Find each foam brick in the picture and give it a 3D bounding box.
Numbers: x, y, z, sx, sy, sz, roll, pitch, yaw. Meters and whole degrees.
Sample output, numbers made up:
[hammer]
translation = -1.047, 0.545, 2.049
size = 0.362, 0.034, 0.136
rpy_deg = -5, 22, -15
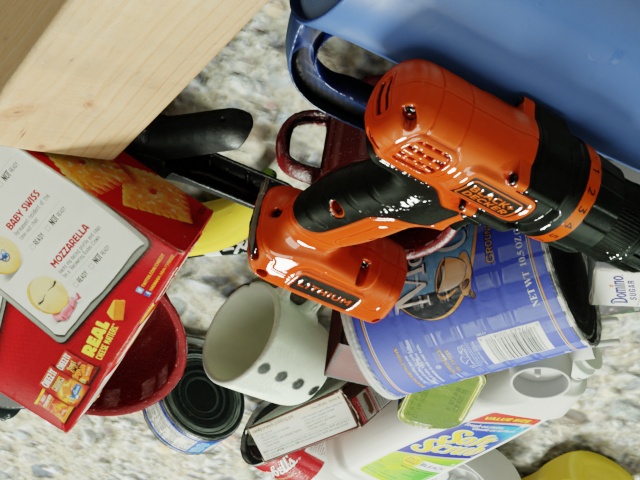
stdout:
[foam brick]
translation = 0.036, 0.063, 0.798
size = 0.051, 0.078, 0.053
rpy_deg = 13, 144, -6

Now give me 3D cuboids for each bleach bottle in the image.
[bleach bottle]
translation = 0.120, 0.139, 0.887
size = 0.102, 0.068, 0.251
rpy_deg = 24, 138, -32

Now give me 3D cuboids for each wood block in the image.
[wood block]
translation = -0.102, -0.131, 0.544
size = 0.090, 0.091, 0.207
rpy_deg = 7, 152, -37

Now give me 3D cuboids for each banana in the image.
[banana]
translation = -0.121, -0.019, 0.763
size = 0.198, 0.037, 0.069
rpy_deg = -3, 117, 11

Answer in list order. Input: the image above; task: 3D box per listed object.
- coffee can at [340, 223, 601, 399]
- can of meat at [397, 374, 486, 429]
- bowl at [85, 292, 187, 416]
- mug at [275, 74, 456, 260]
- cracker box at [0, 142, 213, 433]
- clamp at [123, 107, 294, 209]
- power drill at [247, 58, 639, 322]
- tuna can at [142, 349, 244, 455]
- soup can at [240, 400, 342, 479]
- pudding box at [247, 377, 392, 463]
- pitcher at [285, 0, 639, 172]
[coffee can]
translation = 0.097, 0.037, 0.692
size = 0.140, 0.102, 0.102
rpy_deg = -19, 134, 24
[can of meat]
translation = 0.092, 0.084, 0.807
size = 0.057, 0.084, 0.102
rpy_deg = 11, 141, -2
[bowl]
translation = -0.178, 0.060, 0.832
size = 0.162, 0.055, 0.162
rpy_deg = 4, 124, 5
[mug]
translation = 0.030, -0.049, 0.655
size = 0.117, 0.081, 0.093
rpy_deg = 12, 142, -5
[cracker box]
translation = -0.199, -0.006, 0.661
size = 0.213, 0.072, 0.164
rpy_deg = 34, 117, -4
[clamp]
translation = -0.096, -0.055, 0.688
size = 0.172, 0.039, 0.120
rpy_deg = 11, 155, 28
[power drill]
translation = 0.063, -0.011, 0.559
size = 0.184, 0.057, 0.188
rpy_deg = 26, 148, -26
[tuna can]
translation = -0.108, 0.137, 0.911
size = 0.086, 0.086, 0.034
rpy_deg = 28, 136, -23
[soup can]
translation = -0.014, 0.194, 0.979
size = 0.102, 0.068, 0.069
rpy_deg = 35, 135, -30
[pudding box]
translation = 0.007, 0.138, 0.886
size = 0.114, 0.089, 0.039
rpy_deg = -31, 90, 37
[pitcher]
translation = 0.110, -0.110, 0.529
size = 0.242, 0.145, 0.149
rpy_deg = 23, 166, -22
